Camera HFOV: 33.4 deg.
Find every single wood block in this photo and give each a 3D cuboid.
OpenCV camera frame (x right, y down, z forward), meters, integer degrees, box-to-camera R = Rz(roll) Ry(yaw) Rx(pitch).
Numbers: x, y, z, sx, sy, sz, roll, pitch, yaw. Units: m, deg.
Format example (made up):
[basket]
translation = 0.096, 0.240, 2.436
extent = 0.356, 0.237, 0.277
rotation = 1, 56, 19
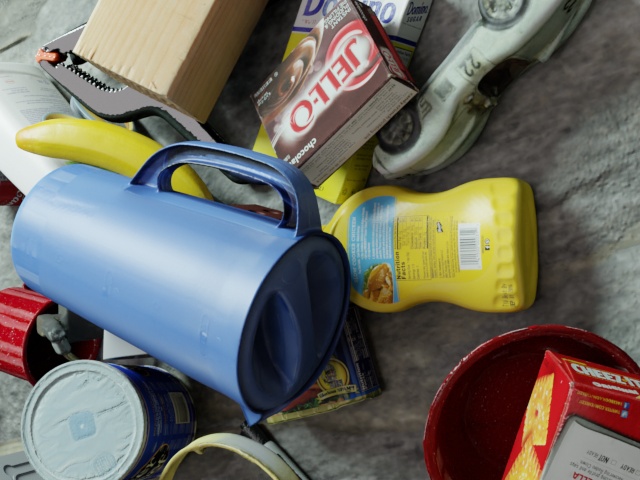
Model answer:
[wood block]
translation = -0.093, -0.208, 0.829
extent = 0.091, 0.090, 0.206
rotation = 28, 90, 14

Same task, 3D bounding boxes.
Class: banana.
[banana]
translation = -0.158, -0.056, 0.891
extent = 0.198, 0.037, 0.069
rotation = 34, 91, -1

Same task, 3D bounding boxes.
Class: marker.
[marker]
translation = -0.025, 0.196, 0.893
extent = 0.121, 0.020, 0.020
rotation = 44, 113, 22

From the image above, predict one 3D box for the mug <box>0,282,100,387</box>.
[mug]
translation = -0.264, 0.077, 0.993
extent = 0.082, 0.093, 0.117
rotation = 10, 89, 35

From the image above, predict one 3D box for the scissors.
[scissors]
translation = -0.165, -0.067, 0.926
extent = 0.202, 0.096, 0.016
rotation = 44, 133, 24

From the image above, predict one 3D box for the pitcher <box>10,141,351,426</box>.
[pitcher]
translation = -0.106, 0.014, 0.781
extent = 0.243, 0.145, 0.149
rotation = 20, 64, 29

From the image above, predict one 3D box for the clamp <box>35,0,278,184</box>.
[clamp]
translation = -0.137, -0.132, 0.902
extent = 0.210, 0.036, 0.164
rotation = 3, 96, 10

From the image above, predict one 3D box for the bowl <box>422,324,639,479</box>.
[bowl]
translation = 0.148, 0.129, 0.740
extent = 0.162, 0.055, 0.162
rotation = 0, 102, -2

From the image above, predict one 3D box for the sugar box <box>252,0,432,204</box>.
[sugar box]
translation = 0.014, -0.126, 0.835
extent = 0.093, 0.048, 0.176
rotation = 25, 107, 28

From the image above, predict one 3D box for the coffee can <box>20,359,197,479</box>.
[coffee can]
translation = -0.172, 0.154, 0.893
extent = 0.103, 0.140, 0.103
rotation = -2, 82, 10

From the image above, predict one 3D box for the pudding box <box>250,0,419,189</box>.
[pudding box]
translation = 0.008, -0.107, 0.774
extent = 0.114, 0.039, 0.090
rotation = -45, 49, 27

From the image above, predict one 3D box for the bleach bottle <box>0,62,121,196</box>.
[bleach bottle]
translation = -0.226, -0.057, 0.951
extent = 0.251, 0.102, 0.068
rotation = 47, 122, 21

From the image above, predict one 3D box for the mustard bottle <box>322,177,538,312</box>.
[mustard bottle]
translation = 0.063, 0.006, 0.800
extent = 0.192, 0.058, 0.096
rotation = -2, 90, 28

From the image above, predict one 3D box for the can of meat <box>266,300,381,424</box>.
[can of meat]
translation = -0.008, 0.095, 0.856
extent = 0.102, 0.057, 0.084
rotation = -18, 86, 30
